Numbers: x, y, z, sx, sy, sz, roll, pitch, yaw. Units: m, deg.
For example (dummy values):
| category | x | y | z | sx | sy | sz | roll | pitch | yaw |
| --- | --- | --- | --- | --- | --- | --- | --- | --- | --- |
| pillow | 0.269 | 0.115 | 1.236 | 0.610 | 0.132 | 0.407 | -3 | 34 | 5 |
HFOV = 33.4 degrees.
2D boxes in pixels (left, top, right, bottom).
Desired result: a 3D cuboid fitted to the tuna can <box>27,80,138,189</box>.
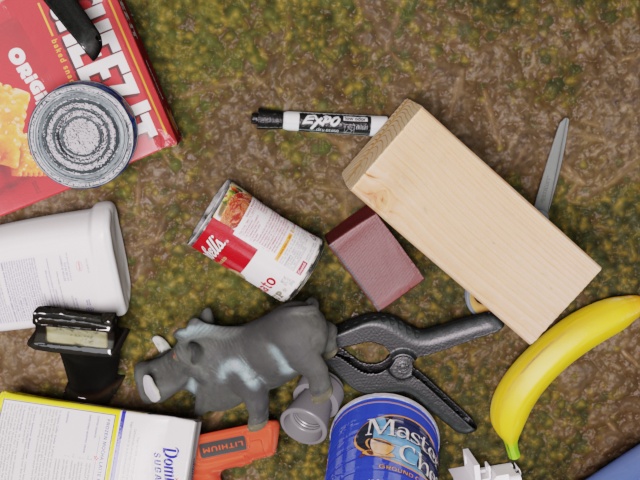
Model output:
| category | x | y | z | sx | sy | sz | roll | pitch | yaw |
| --- | --- | --- | --- | --- | --- | --- | --- | --- | --- |
| tuna can | -0.190 | -0.085 | 0.857 | 0.086 | 0.034 | 0.086 | -1 | 102 | -5 |

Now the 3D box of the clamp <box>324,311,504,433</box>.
| category | x | y | z | sx | sy | sz | roll | pitch | yaw |
| --- | --- | --- | --- | --- | --- | --- | --- | --- | --- |
| clamp | 0.080 | 0.119 | 0.985 | 0.171 | 0.039 | 0.120 | 3 | 101 | 3 |

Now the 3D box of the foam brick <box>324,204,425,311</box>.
| category | x | y | z | sx | sy | sz | roll | pitch | yaw |
| --- | --- | --- | --- | --- | --- | --- | --- | --- | --- |
| foam brick | 0.047 | 0.014 | 0.955 | 0.051 | 0.053 | 0.078 | -37 | 102 | 3 |

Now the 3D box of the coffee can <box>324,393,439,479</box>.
| category | x | y | z | sx | sy | sz | roll | pitch | yaw |
| --- | --- | --- | --- | --- | --- | --- | --- | --- | --- |
| coffee can | 0.053 | 0.216 | 0.937 | 0.103 | 0.140 | 0.103 | 3 | 118 | 5 |

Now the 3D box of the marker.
| category | x | y | z | sx | sy | sz | roll | pitch | yaw |
| --- | --- | --- | --- | --- | --- | --- | --- | --- | --- |
| marker | -0.001 | -0.105 | 0.946 | 0.121 | 0.020 | 0.020 | 3 | 101 | -4 |

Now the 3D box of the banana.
| category | x | y | z | sx | sy | sz | roll | pitch | yaw |
| --- | --- | --- | --- | --- | --- | --- | --- | --- | --- |
| banana | 0.220 | 0.116 | 0.997 | 0.069 | 0.037 | 0.198 | 33 | 102 | -39 |

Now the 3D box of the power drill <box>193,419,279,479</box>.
| category | x | y | z | sx | sy | sz | roll | pitch | yaw |
| --- | --- | --- | --- | --- | --- | --- | --- | --- | --- |
| power drill | -0.059 | 0.260 | 0.964 | 0.184 | 0.057 | 0.187 | -10 | 80 | -4 |

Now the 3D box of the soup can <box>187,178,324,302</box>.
| category | x | y | z | sx | sy | sz | roll | pitch | yaw |
| --- | --- | --- | --- | --- | --- | --- | --- | --- | --- |
| soup can | -0.056 | 0.001 | 0.938 | 0.102 | 0.068 | 0.068 | 32 | 97 | -10 |

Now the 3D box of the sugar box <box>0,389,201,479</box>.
| category | x | y | z | sx | sy | sz | roll | pitch | yaw |
| --- | --- | --- | --- | --- | --- | --- | --- | --- | --- |
| sugar box | -0.198 | 0.189 | 0.927 | 0.176 | 0.048 | 0.093 | 9 | 82 | 2 |

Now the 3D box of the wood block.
| category | x | y | z | sx | sy | sz | roll | pitch | yaw |
| --- | --- | --- | --- | --- | --- | --- | --- | --- | --- |
| wood block | 0.126 | -0.018 | 0.916 | 0.206 | 0.090 | 0.091 | 40 | 97 | -10 |

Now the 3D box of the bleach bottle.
| category | x | y | z | sx | sy | sz | roll | pitch | yaw |
| --- | --- | --- | --- | --- | --- | --- | --- | --- | --- |
| bleach bottle | -0.298 | 0.031 | 0.927 | 0.251 | 0.068 | 0.102 | -7 | 115 | -1 |

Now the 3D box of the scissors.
| category | x | y | z | sx | sy | sz | roll | pitch | yaw |
| --- | --- | --- | --- | --- | --- | --- | --- | --- | --- |
| scissors | 0.180 | -0.010 | 0.978 | 0.096 | 0.016 | 0.202 | -3 | 101 | -3 |

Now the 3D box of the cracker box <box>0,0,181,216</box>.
| category | x | y | z | sx | sy | sz | roll | pitch | yaw |
| --- | --- | --- | --- | --- | --- | --- | --- | --- | --- |
| cracker box | -0.247 | -0.118 | 0.900 | 0.213 | 0.072 | 0.164 | -22 | 102 | 0 |
